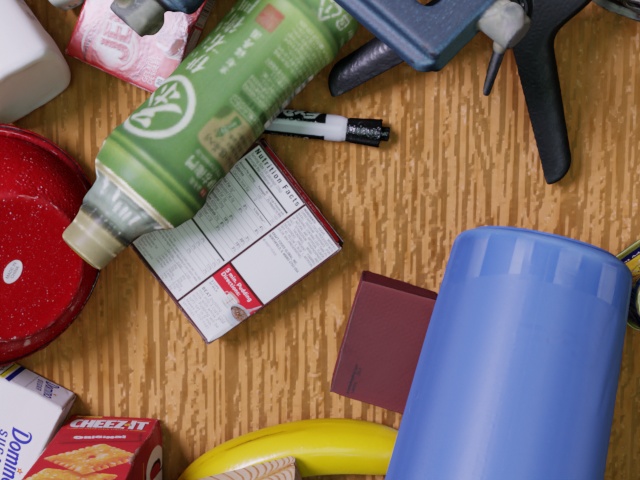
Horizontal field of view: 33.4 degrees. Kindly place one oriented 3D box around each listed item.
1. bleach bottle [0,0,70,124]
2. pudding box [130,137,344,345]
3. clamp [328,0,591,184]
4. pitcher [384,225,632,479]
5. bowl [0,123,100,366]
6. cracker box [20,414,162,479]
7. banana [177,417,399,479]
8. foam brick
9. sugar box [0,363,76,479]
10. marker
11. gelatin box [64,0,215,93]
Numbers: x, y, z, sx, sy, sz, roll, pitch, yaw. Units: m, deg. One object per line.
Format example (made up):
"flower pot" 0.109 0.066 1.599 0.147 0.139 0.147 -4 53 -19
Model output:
"bleach bottle" -0.252 -0.196 0.663 0.068 0.102 0.251 -33 88 -8
"pudding box" -0.054 0.001 0.698 0.113 0.039 0.090 -37 93 5
"clamp" 0.099 -0.143 0.638 0.164 0.036 0.210 16 125 3
"pitcher" 0.104 0.121 0.636 0.149 0.144 0.243 7 80 42
"bowl" -0.199 0.011 0.656 0.161 0.055 0.162 -10 108 -32
"cracker box" -0.142 0.214 0.641 0.072 0.213 0.164 2 98 1
"banana" -0.027 0.156 0.719 0.198 0.037 0.069 -23 113 7
"foam brick" 0.041 0.064 0.694 0.053 0.051 0.078 17 97 2
"sugar box" -0.265 0.107 0.720 0.176 0.048 0.093 28 98 -4
"marker" -0.015 -0.076 0.695 0.121 0.020 0.020 7 97 2
"gelatin box" -0.113 -0.145 0.686 0.073 0.030 0.089 24 98 0
